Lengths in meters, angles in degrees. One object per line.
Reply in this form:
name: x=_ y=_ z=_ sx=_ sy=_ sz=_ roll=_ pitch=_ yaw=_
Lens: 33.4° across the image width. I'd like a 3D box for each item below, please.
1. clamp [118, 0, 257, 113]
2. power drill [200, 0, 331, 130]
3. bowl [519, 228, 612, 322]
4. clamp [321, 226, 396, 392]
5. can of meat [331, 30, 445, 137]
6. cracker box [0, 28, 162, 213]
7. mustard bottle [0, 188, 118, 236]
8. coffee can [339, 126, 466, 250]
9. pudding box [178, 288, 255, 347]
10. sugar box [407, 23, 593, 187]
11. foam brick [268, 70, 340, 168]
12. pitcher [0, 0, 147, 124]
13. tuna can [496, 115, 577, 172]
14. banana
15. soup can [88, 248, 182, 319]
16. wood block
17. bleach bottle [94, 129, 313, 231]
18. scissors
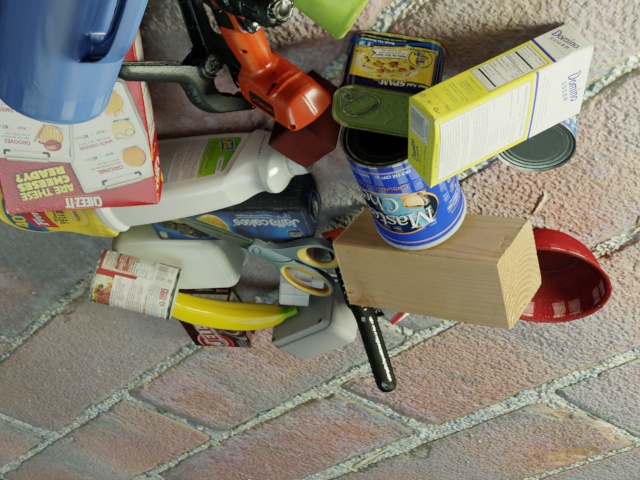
clamp: x=-0.125 y=-0.171 z=1.053 sx=0.039 sy=0.120 sz=0.171 roll=35 pitch=172 yaw=49
power drill: x=-0.056 y=-0.188 z=0.968 sx=0.185 sy=0.057 sz=0.187 roll=42 pitch=167 yaw=43
bowl: x=0.262 y=0.034 z=1.262 sx=0.162 sy=0.055 sz=0.162 roll=8 pitch=145 yaw=6
clamp: x=0.050 y=0.066 z=1.342 sx=0.036 sy=0.164 sz=0.210 roll=-18 pitch=115 yaw=8
can of meat: x=0.068 y=-0.153 z=1.032 sx=0.102 sy=0.084 sz=0.057 roll=10 pitch=146 yaw=3
cracker box: x=-0.256 y=-0.138 z=1.089 sx=0.164 sy=0.072 sz=0.214 roll=-3 pitch=124 yaw=1
mustard bottle: x=-0.346 y=-0.051 z=1.328 sx=0.192 sy=0.058 sz=0.096 roll=3 pitch=138 yaw=14
coffee can: x=0.089 y=-0.071 z=1.125 sx=0.103 sy=0.102 sz=0.140 roll=-3 pitch=143 yaw=21
pudding box: x=-0.151 y=0.110 z=1.514 sx=0.090 sy=0.039 sz=0.113 roll=0 pitch=143 yaw=17
sugar box: x=0.165 y=-0.126 z=0.991 sx=0.176 sy=0.048 sz=0.093 roll=-28 pitch=148 yaw=-17
foam brick: x=-0.012 y=-0.125 z=1.103 sx=0.051 sy=0.078 sz=0.053 roll=34 pitch=140 yaw=-26
pitcher: x=-0.205 y=-0.217 z=0.908 sx=0.145 sy=0.149 sz=0.243 roll=22 pitch=125 yaw=-3
tuna can: x=0.219 y=-0.110 z=1.091 sx=0.086 sy=0.033 sz=0.086 roll=9 pitch=145 yaw=6
banana: x=-0.131 y=0.091 z=1.415 sx=0.197 sy=0.037 sz=0.070 roll=5 pitch=142 yaw=-11
soup can: x=-0.229 y=0.055 z=1.326 sx=0.102 sy=0.068 sz=0.069 roll=14 pitch=146 yaw=-4
wood block: x=0.131 y=0.026 z=1.201 sx=0.206 sy=0.090 sz=0.091 roll=7 pitch=128 yaw=35
bleach bottle: x=-0.128 y=-0.071 z=1.193 sx=0.251 sy=0.102 sz=0.068 roll=-4 pitch=147 yaw=24
scissors: x=-0.058 y=0.002 z=1.242 sx=0.201 sy=0.016 sz=0.096 roll=33 pitch=132 yaw=-18
